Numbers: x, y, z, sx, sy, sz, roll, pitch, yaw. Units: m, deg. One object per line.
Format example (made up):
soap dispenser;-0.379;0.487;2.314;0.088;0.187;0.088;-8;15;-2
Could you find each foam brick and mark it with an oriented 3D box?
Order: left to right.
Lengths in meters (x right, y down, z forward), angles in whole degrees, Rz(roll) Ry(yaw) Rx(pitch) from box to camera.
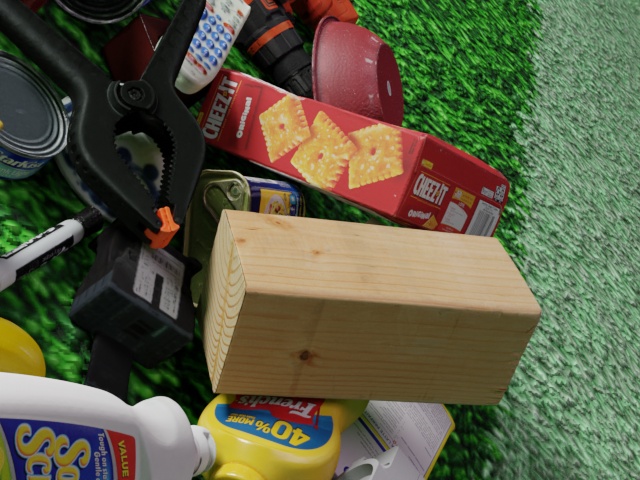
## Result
foam brick;-0.129;-0.144;0.874;0.078;0.051;0.053;2;60;-55

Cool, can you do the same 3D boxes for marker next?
marker;-0.177;0.004;0.690;0.020;0.020;0.121;54;30;-4

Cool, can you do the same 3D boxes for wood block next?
wood block;0.030;0.048;0.727;0.205;0.091;0.090;6;33;-20

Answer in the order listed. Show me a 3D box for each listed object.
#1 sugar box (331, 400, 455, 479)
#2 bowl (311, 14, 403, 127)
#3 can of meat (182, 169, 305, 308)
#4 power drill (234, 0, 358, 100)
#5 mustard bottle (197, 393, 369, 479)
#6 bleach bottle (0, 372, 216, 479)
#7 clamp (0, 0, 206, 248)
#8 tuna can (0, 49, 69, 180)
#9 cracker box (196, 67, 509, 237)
sugar box;0.043;0.160;0.834;0.093;0.048;0.176;54;33;-4
bowl;0.044;-0.147;1.060;0.162;0.055;0.162;-6;90;-70
can of meat;-0.055;0.001;0.804;0.083;0.058;0.102;3;91;-58
power drill;-0.029;-0.229;1.098;0.184;0.057;0.187;55;30;-2
mustard bottle;-0.031;0.128;0.719;0.096;0.058;0.191;17;31;11
bleach bottle;-0.146;0.111;0.561;0.250;0.068;0.102;8;94;-54
clamp;-0.124;-0.097;0.732;0.164;0.036;0.210;-15;73;-31
tuna can;-0.212;-0.083;0.711;0.086;0.034;0.086;36;35;-31
cracker box;0.027;-0.067;0.875;0.214;0.072;0.164;24;4;34
